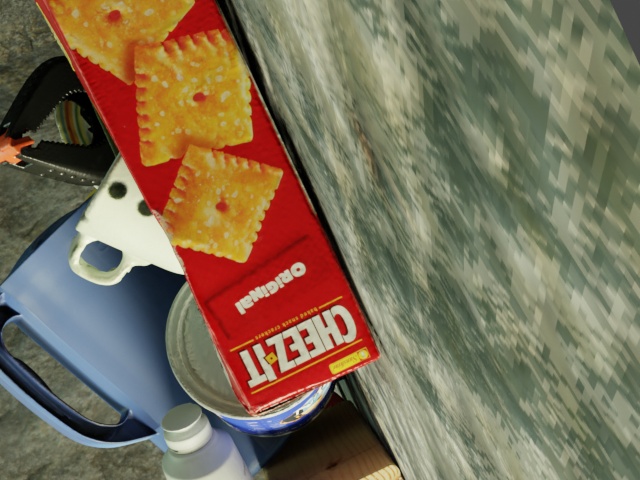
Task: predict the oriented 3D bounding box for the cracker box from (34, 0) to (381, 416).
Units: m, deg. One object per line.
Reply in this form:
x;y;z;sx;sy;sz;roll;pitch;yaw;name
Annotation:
-0.058;-0.042;0.509;0.164;0.072;0.213;-133;18;-77;cracker box

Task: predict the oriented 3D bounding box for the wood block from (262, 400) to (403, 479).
0.015;0.196;0.801;0.206;0.091;0.090;-151;37;-83;wood block

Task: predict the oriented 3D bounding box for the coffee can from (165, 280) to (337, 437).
-0.040;0.074;0.708;0.140;0.102;0.103;82;163;-75;coffee can

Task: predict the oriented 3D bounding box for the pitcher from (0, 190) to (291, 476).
-0.135;0.086;0.828;0.243;0.149;0.145;46;-172;-8;pitcher

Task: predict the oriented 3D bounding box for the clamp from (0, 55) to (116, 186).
-0.153;-0.105;0.775;0.036;0.209;0.164;-19;93;42;clamp

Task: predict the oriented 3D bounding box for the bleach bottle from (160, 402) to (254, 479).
-0.057;0.218;0.753;0.103;0.068;0.251;42;154;61;bleach bottle
